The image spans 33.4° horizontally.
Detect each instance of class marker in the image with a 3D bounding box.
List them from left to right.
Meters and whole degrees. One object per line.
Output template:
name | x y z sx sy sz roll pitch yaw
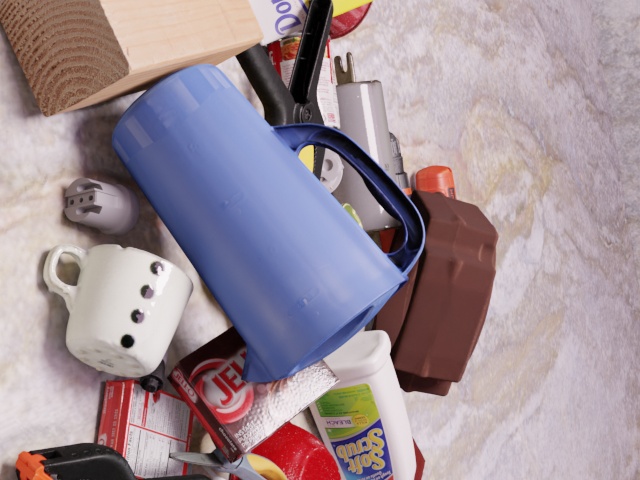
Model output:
marker | -0.128 0.076 0.854 0.121 0.020 0.020 -90 158 -54

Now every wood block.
wood block | -0.141 -0.170 0.841 0.205 0.090 0.091 -34 101 -60

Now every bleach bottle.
bleach bottle | 0.060 0.219 1.129 0.068 0.103 0.251 -60 134 -57

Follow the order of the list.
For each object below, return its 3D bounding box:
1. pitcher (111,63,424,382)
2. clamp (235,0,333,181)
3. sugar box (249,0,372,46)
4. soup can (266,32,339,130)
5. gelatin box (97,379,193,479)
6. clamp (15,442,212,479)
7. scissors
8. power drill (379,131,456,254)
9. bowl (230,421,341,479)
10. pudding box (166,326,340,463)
pitcher | -0.045 -0.024 0.839 0.149 0.145 0.243 -31 79 -43
clamp | -0.023 -0.132 1.038 0.164 0.036 0.210 -43 133 -47
sugar box | -0.003 -0.271 1.080 0.048 0.176 0.093 36 -30 64
soup can | -0.017 -0.160 1.121 0.068 0.069 0.102 -4 87 -63
gelatin box | -0.138 0.155 0.840 0.089 0.030 0.073 36 53 -55
clamp | -0.157 0.205 0.766 0.171 0.039 0.120 35 74 -41
scissors | -0.088 0.170 0.884 0.096 0.016 0.201 46 3 36
power drill | 0.117 -0.053 1.371 0.187 0.057 0.184 -16 101 -60
bowl | -0.022 0.245 1.016 0.162 0.055 0.162 28 58 -59
pudding box | -0.055 0.114 0.873 0.113 0.039 0.090 -32 80 -36
